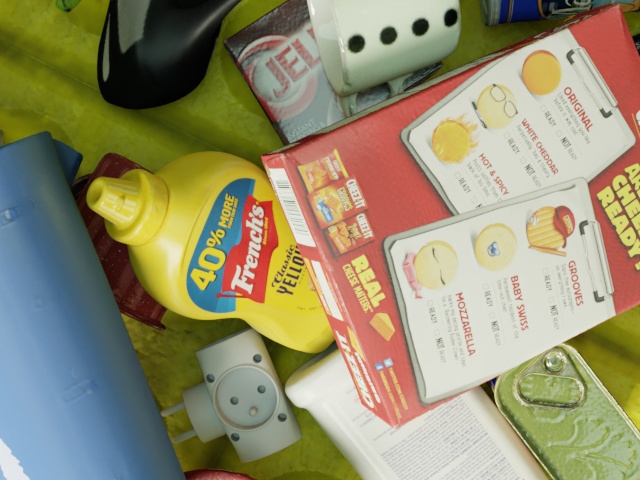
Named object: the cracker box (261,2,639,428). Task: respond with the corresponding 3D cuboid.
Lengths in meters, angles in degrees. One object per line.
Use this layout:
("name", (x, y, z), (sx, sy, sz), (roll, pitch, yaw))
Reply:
("cracker box", (0.094, -0.016, 0.610), (0.213, 0.072, 0.164), (-25, 100, -12))

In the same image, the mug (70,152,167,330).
("mug", (-0.126, -0.006, 0.673), (0.117, 0.093, 0.081), (27, 85, 37))

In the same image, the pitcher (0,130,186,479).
("pitcher", (-0.164, 0.077, 0.557), (0.149, 0.145, 0.243), (-22, 99, 6))

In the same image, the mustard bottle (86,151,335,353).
("mustard bottle", (-0.054, 0.001, 0.622), (0.191, 0.058, 0.096), (22, 90, -43))

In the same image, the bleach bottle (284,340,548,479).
("bleach bottle", (0.090, 0.163, 0.674), (0.102, 0.068, 0.251), (-36, 91, 0))

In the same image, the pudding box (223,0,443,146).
("pudding box", (0.008, -0.117, 0.686), (0.113, 0.039, 0.090), (-32, 88, 1))

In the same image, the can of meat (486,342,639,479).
("can of meat", (0.148, 0.105, 0.659), (0.057, 0.084, 0.102), (-38, 92, 4))
